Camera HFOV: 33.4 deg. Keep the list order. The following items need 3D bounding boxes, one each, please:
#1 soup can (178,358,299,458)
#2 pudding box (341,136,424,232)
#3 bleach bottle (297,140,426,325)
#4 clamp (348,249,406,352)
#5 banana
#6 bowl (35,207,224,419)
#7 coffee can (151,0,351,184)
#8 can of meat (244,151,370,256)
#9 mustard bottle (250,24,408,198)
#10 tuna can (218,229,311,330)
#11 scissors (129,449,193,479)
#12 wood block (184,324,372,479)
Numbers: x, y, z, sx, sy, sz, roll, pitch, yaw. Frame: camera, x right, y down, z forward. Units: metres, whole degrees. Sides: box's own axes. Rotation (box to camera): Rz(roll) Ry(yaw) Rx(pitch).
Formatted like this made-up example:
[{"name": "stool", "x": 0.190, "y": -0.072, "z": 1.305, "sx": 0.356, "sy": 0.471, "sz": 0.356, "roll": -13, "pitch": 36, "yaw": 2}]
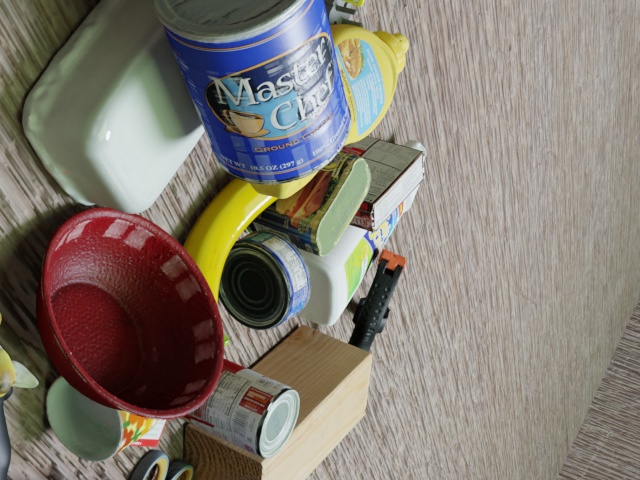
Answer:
[{"name": "soup can", "x": -0.079, "y": 0.146, "z": 0.960, "sx": 0.068, "sy": 0.102, "sz": 0.068, "roll": -43, "pitch": 143, "yaw": -44}, {"name": "pudding box", "x": 0.040, "y": -0.060, "z": 1.064, "sx": 0.113, "sy": 0.090, "sz": 0.039, "roll": -47, "pitch": 145, "yaw": -41}, {"name": "bleach bottle", "x": 0.047, "y": -0.029, "z": 1.134, "sx": 0.250, "sy": 0.068, "sz": 0.102, "roll": -53, "pitch": 154, "yaw": -36}, {"name": "clamp", "x": 0.058, "y": 0.080, "z": 1.192, "sx": 0.164, "sy": 0.036, "sz": 0.210, "roll": -64, "pitch": 174, "yaw": -50}, {"name": "banana", "x": -0.073, "y": -0.005, "z": 0.909, "sx": 0.197, "sy": 0.069, "sz": 0.037, "roll": -65, "pitch": -169, "yaw": -24}, {"name": "bowl", "x": -0.145, "y": 0.059, "z": 0.762, "sx": 0.162, "sy": 0.055, "sz": 0.162, "roll": 33, "pitch": 41, "yaw": -35}, {"name": "coffee can", "x": -0.041, "y": -0.119, "z": 0.697, "sx": 0.102, "sy": 0.103, "sz": 0.140, "roll": -57, "pitch": 152, "yaw": -26}, {"name": "can of meat", "x": -0.013, "y": -0.042, "z": 0.976, "sx": 0.102, "sy": 0.084, "sz": 0.057, "roll": -59, "pitch": 153, "yaw": -22}, {"name": "mustard bottle", "x": 0.009, "y": -0.120, "z": 0.863, "sx": 0.191, "sy": 0.058, "sz": 0.096, "roll": -39, "pitch": 125, "yaw": -34}, {"name": "tuna can", "x": -0.053, "y": 0.036, "z": 0.952, "sx": 0.033, "sy": 0.086, "sz": 0.086, "roll": -29, "pitch": 133, "yaw": -52}, {"name": "scissors", "x": -0.179, "y": 0.270, "z": 0.951, "sx": 0.201, "sy": 0.016, "sz": 0.096, "roll": -52, "pitch": 148, "yaw": -33}, {"name": "wood block", "x": -0.040, "y": 0.183, "z": 1.079, "sx": 0.205, "sy": 0.091, "sz": 0.090, "roll": -38, "pitch": 141, "yaw": -49}]
